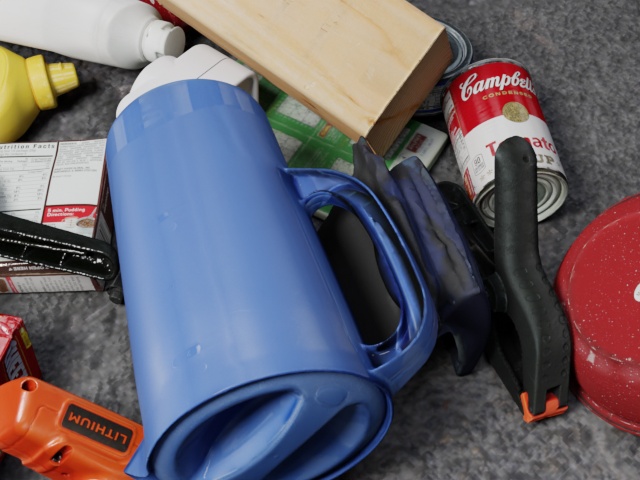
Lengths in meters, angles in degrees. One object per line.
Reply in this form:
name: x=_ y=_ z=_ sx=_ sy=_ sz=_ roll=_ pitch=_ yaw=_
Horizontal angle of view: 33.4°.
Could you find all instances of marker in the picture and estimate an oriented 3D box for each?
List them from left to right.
marker: x=-0.120 y=-0.007 z=0.746 sx=0.020 sy=0.020 sz=0.121 roll=12 pitch=57 yaw=11

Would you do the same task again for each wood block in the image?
wood block: x=-0.020 y=-0.156 z=0.739 sx=0.206 sy=0.090 sz=0.090 roll=36 pitch=92 yaw=11

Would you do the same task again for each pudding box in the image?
pudding box: x=-0.193 y=-0.018 z=0.746 sx=0.090 sy=0.039 sz=0.113 roll=-3 pitch=53 yaw=4

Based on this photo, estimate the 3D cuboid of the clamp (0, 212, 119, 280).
clamp: x=-0.236 y=-0.009 z=0.686 sx=0.164 sy=0.036 sz=0.210 roll=-16 pitch=42 yaw=-27

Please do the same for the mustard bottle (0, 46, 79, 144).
mustard bottle: x=-0.275 y=-0.101 z=0.794 sx=0.191 sy=0.058 sz=0.096 roll=-15 pitch=51 yaw=-8

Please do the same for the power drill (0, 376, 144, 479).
power drill: x=-0.159 y=0.170 z=0.554 sx=0.184 sy=0.057 sz=0.187 roll=32 pitch=47 yaw=-30

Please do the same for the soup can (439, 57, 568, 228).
soup can: x=0.127 y=-0.067 z=0.746 sx=0.068 sy=0.068 sz=0.102 roll=-8 pitch=56 yaw=-3

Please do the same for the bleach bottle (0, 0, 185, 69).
bleach bottle: x=-0.220 y=-0.175 z=0.808 sx=0.251 sy=0.068 sz=0.102 roll=18 pitch=15 yaw=20

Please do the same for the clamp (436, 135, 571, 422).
clamp: x=0.119 y=0.022 z=0.651 sx=0.039 sy=0.120 sz=0.171 roll=-17 pitch=75 yaw=-14

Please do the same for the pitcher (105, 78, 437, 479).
pitcher: x=-0.046 y=0.016 z=0.621 sx=0.149 sy=0.145 sz=0.243 roll=2 pitch=48 yaw=-26

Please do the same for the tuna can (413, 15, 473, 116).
tuna can: x=0.072 y=-0.134 z=0.806 sx=0.086 sy=0.034 sz=0.086 roll=2 pitch=47 yaw=-2
